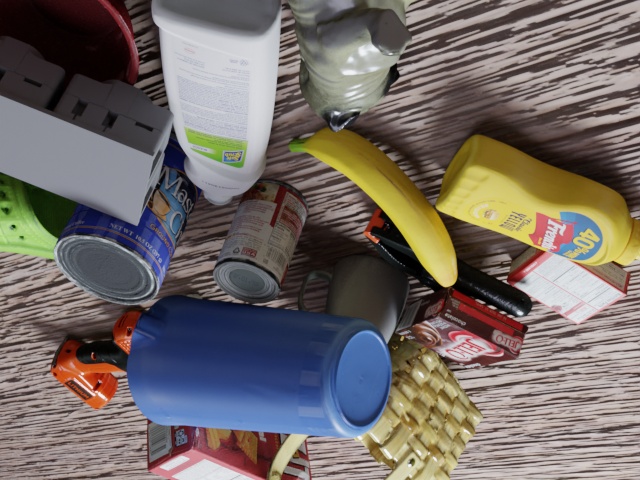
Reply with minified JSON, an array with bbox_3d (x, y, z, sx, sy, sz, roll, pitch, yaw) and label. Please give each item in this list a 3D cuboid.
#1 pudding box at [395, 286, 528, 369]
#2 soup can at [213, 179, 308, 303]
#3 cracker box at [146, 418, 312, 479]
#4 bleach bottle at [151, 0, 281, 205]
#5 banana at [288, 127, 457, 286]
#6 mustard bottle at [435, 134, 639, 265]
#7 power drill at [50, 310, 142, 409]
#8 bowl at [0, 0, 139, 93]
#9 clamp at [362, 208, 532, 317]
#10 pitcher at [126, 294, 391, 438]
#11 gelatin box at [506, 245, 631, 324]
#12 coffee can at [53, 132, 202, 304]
[{"bbox_3d":[0.136,0.087,1.038,0.090,0.039,0.114,28,164,-9],"label":"pudding box"},{"bbox_3d":[-0.057,0.001,1.026,0.068,0.102,0.068,12,144,9],"label":"soup can"},{"bbox_3d":[-0.102,0.206,1.219,0.072,0.164,0.213,-30,138,26],"label":"cracker box"},{"bbox_3d":[-0.092,-0.116,0.924,0.102,0.068,0.251,17,146,3],"label":"bleach bottle"},{"bbox_3d":[0.060,-0.039,0.950,0.198,0.037,0.070,43,158,0],"label":"banana"},{"bbox_3d":[0.201,-0.024,0.914,0.191,0.058,0.096,21,153,-4],"label":"mustard bottle"},{"bbox_3d":[-0.237,0.168,1.364,0.188,0.057,0.184,-16,128,35],"label":"power drill"},{"bbox_3d":[-0.219,-0.187,0.892,0.162,0.055,0.162,12,144,9],"label":"bowl"},{"bbox_3d":[0.112,0.030,1.037,0.171,0.039,0.120,34,156,-6],"label":"clamp"},{"bbox_3d":[-0.052,0.128,1.028,0.243,0.149,0.145,1,101,37],"label":"pitcher"},{"bbox_3d":[0.232,0.034,1.000,0.089,0.030,0.073,30,143,-10],"label":"gelatin box"},{"bbox_3d":[-0.177,-0.025,1.013,0.103,0.140,0.103,12,144,9],"label":"coffee can"}]
